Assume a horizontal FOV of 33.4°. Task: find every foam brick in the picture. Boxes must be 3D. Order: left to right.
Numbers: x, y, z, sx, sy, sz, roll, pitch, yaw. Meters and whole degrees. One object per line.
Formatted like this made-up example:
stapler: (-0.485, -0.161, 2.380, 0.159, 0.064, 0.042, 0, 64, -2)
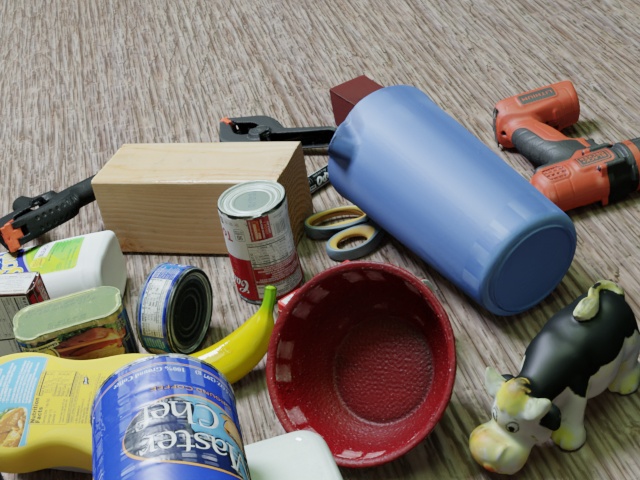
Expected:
foam brick: (0.053, -0.158, 1.285, 0.053, 0.051, 0.078, -23, 34, -17)

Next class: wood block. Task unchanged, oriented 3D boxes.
wood block: (-0.122, -0.046, 1.131, 0.206, 0.091, 0.090, 1, 34, 19)

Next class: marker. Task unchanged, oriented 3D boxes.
marker: (0.003, -0.073, 1.199, 0.120, 0.020, 0.020, -34, 39, -31)

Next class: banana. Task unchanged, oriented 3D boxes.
banana: (-0.119, 0.105, 0.925, 0.197, 0.069, 0.037, -22, -2, -5)

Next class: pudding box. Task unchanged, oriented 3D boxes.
pudding box: (-0.304, 0.076, 0.999, 0.113, 0.090, 0.039, -5, 34, 11)

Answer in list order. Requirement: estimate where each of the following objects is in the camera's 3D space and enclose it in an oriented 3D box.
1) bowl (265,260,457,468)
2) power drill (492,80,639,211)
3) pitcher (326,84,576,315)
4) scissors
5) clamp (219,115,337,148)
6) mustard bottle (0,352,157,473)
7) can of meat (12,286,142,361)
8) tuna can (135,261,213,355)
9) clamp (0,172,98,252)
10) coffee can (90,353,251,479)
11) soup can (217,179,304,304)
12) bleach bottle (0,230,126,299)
bowl: (0.039, 0.100, 0.847, 0.162, 0.055, 0.162, -7, 75, 25)
power drill: (0.280, -0.106, 1.131, 0.184, 0.057, 0.188, -17, 33, -9)
pitcher: (0.130, -0.037, 1.006, 0.149, 0.145, 0.243, -33, 46, -12)
scissors: (0.083, -0.021, 1.100, 0.202, 0.016, 0.096, -10, 34, 2)
clamp: (-0.072, -0.111, 1.264, 0.172, 0.039, 0.120, 14, 35, 43)
mustard bottle: (-0.214, 0.131, 0.814, 0.191, 0.058, 0.096, 1, 51, 3)
can of meat: (-0.213, 0.095, 0.948, 0.102, 0.084, 0.057, -16, 33, -8)
tuna can: (-0.131, 0.064, 0.970, 0.034, 0.086, 0.086, 6, 36, 22)
clamp: (-0.302, -0.032, 1.156, 0.165, 0.036, 0.209, -17, 15, 20)
coffee can: (-0.096, 0.155, 0.688, 0.102, 0.103, 0.140, -14, 32, -5)
soup can: (-0.057, 0.001, 1.027, 0.068, 0.102, 0.068, -8, 33, 5)
bleach bottle: (-0.326, 0.053, 1.069, 0.251, 0.068, 0.102, -10, 29, 6)
